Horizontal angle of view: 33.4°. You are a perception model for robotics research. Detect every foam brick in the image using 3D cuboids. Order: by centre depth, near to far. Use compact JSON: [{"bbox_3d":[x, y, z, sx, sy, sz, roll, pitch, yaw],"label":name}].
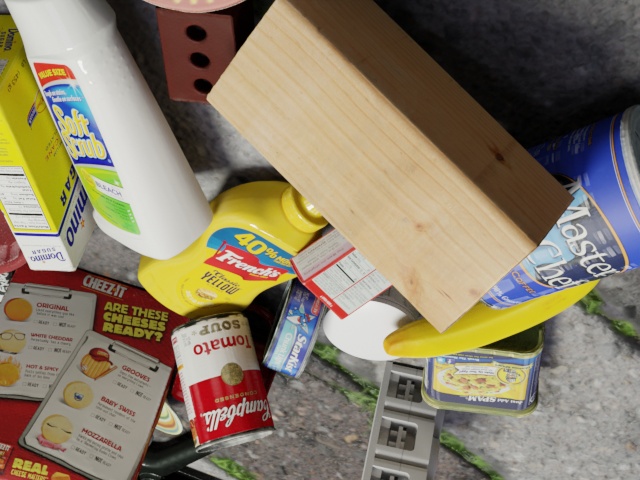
[{"bbox_3d":[-0.074,-0.134,0.707,0.053,0.051,0.078,7,139,9],"label":"foam brick"}]

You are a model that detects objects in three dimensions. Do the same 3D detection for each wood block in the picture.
[{"bbox_3d":[0.044,-0.058,0.661,0.206,0.090,0.090,45,125,4],"label":"wood block"}]

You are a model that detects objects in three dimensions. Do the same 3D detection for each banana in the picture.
[{"bbox_3d":[0.145,0.048,0.837,0.198,0.037,0.069,-29,141,19],"label":"banana"}]

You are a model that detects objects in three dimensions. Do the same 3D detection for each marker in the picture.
[{"bbox_3d":[-0.292,0.032,0.980,0.020,0.020,0.121,15,140,-1],"label":"marker"}]

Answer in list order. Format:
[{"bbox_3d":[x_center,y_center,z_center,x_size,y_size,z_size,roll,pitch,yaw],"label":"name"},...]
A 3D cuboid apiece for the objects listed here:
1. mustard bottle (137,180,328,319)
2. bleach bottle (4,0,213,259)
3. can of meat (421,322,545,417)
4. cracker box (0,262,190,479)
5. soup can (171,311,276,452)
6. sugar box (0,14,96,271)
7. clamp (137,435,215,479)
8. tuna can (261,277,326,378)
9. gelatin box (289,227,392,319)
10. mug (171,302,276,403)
[{"bbox_3d":[-0.056,0.001,0.850,0.096,0.058,0.192,32,136,-29],"label":"mustard bottle"},{"bbox_3d":[-0.156,-0.101,0.738,0.103,0.068,0.251,27,150,38],"label":"bleach bottle"},{"bbox_3d":[0.138,0.100,0.908,0.102,0.057,0.084,5,136,9],"label":"can of meat"},{"bbox_3d":[-0.219,0.134,0.926,0.164,0.213,0.072,18,141,-5],"label":"cracker box"},{"bbox_3d":[-0.081,0.118,0.886,0.068,0.102,0.068,-14,166,-4],"label":"soup can"},{"bbox_3d":[-0.210,-0.068,0.789,0.048,0.093,0.176,1,138,15],"label":"sugar box"},{"bbox_3d":[-0.174,0.264,1.194,0.210,0.036,0.164,-5,135,23],"label":"clamp"},{"bbox_3d":[-0.021,0.070,0.897,0.033,0.086,0.086,19,139,-4],"label":"tuna can"},{"bbox_3d":[0.031,0.014,0.821,0.089,0.030,0.073,-36,144,7],"label":"gelatin box"},{"bbox_3d":[-0.080,0.108,0.962,0.081,0.093,0.117,21,112,-1],"label":"mug"}]
